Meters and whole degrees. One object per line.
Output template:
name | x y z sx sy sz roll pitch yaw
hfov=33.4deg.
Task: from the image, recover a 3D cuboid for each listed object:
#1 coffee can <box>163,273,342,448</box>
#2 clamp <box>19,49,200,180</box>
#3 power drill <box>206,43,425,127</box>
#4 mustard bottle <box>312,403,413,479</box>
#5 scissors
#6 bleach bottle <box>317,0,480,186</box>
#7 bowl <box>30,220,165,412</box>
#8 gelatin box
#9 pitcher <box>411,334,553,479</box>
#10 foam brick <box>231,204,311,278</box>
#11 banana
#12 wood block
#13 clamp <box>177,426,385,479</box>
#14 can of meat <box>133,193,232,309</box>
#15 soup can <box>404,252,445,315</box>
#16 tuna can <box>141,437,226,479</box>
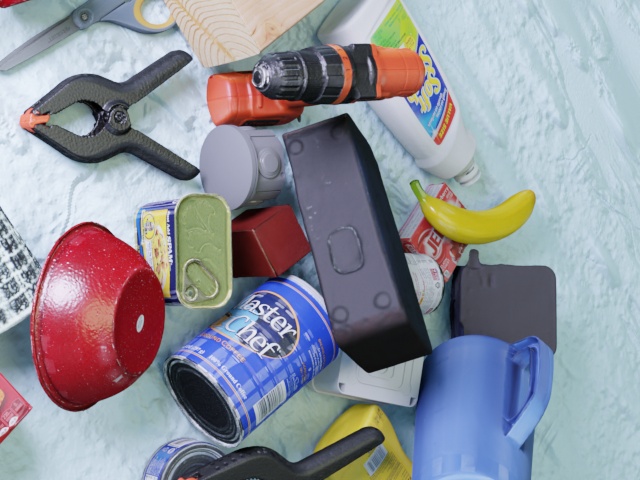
coffee can | -0.061 0.110 0.999 0.140 0.103 0.103 -38 110 -32
clamp | -0.182 -0.120 0.958 0.171 0.039 0.120 4 84 -37
power drill | -0.025 -0.142 0.986 0.184 0.188 0.057 -7 93 -39
mustard bottle | 0.071 0.269 1.121 0.096 0.058 0.191 -49 116 -33
scissors | -0.197 -0.191 0.964 0.096 0.016 0.201 46 62 -26
bleach bottle | 0.104 -0.162 1.166 0.250 0.068 0.102 49 61 -28
bowl | -0.175 0.066 0.895 0.162 0.055 0.162 4 90 -71
gelatin box | 0.132 -0.008 1.199 0.073 0.030 0.089 47 61 -26
pitcher | 0.160 0.201 1.068 0.242 0.145 0.149 -68 157 -63
foam brick | -0.057 0.001 1.024 0.051 0.078 0.053 -36 109 -32
banana | 0.180 -0.029 1.195 0.197 0.037 0.069 3 84 -40
wood block | -0.043 -0.261 1.029 0.205 0.090 0.091 -46 116 -34
clamp | -0.034 0.235 1.005 0.209 0.036 0.164 23 84 -31
can of meat | -0.126 0.011 0.966 0.057 0.084 0.102 0 88 -38
soup can | 0.073 0.047 1.127 0.102 0.069 0.068 2 87 -38
tuna can | -0.121 0.228 0.991 0.085 0.034 0.086 2 87 -37
